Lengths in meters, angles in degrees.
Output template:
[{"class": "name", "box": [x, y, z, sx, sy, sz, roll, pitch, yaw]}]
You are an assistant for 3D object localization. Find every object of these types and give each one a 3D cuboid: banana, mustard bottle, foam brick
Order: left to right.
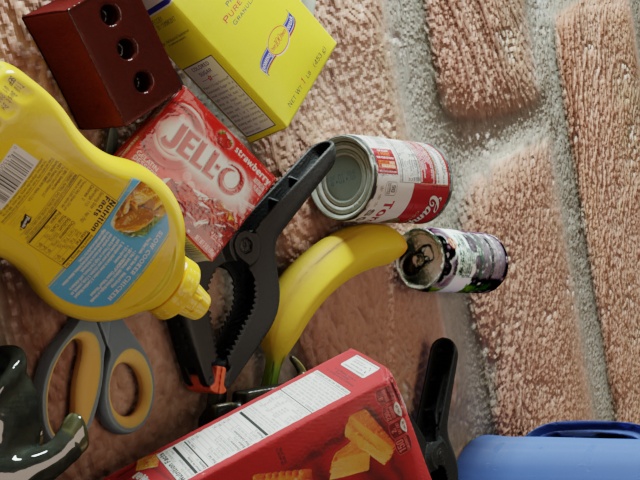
[{"class": "mustard bottle", "box": [-0.135, -0.009, 0.608, 0.191, 0.058, 0.096, 39, 86, -33]}, {"class": "foam brick", "box": [-0.131, -0.113, 0.645, 0.052, 0.051, 0.078, -42, 119, -35]}, {"class": "banana", "box": [0.007, 0.029, 0.818, 0.197, 0.037, 0.070, -42, 145, -39]}]

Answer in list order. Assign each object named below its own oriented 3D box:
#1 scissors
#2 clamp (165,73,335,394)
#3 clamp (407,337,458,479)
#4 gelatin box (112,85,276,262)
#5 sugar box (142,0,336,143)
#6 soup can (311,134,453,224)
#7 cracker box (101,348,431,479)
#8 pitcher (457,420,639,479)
[{"class": "scissors", "box": [-0.127, 0.035, 0.674, 0.096, 0.016, 0.201, 33, 64, -45]}, {"class": "clamp", "box": [-0.055, 0.001, 0.740, 0.164, 0.036, 0.210, 10, 80, -42]}, {"class": "clamp", "box": [0.091, 0.169, 0.903, 0.120, 0.039, 0.171, -29, 116, -41]}, {"class": "gelatin box", "box": [-0.082, -0.042, 0.677, 0.089, 0.030, 0.073, 46, 65, -22]}, {"class": "sugar box", "box": [-0.072, -0.159, 0.698, 0.176, 0.048, 0.093, 47, 51, -27]}, {"class": "soup can", "box": [0.048, -0.047, 0.840, 0.102, 0.069, 0.068, 0, 88, -49]}, {"class": "cracker box", "box": [-0.029, 0.191, 0.670, 0.213, 0.072, 0.164, -26, 108, -20]}, {"class": "pitcher", "box": [0.247, 0.225, 0.925, 0.144, 0.243, 0.149, 16, 69, -46]}]
